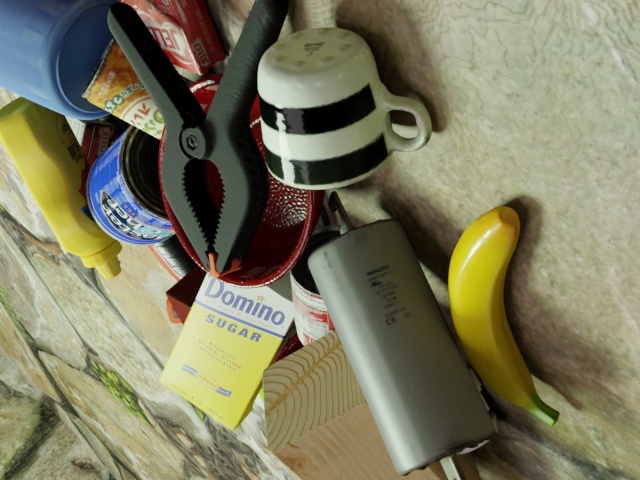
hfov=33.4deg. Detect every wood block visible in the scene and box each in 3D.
[{"bbox_3d":[0.049,0.174,0.871,0.206,0.091,0.090,49,-161,-34],"label":"wood block"}]

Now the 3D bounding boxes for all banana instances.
[{"bbox_3d":[0.119,0.047,0.725,0.070,0.037,0.197,7,137,32],"label":"banana"}]

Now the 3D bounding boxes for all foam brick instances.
[{"bbox_3d":[-0.107,0.055,1.081,0.051,0.078,0.053,19,142,48],"label":"foam brick"}]

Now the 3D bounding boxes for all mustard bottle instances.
[{"bbox_3d":[-0.242,-0.048,1.024,0.096,0.058,0.191,-93,-20,-70],"label":"mustard bottle"}]

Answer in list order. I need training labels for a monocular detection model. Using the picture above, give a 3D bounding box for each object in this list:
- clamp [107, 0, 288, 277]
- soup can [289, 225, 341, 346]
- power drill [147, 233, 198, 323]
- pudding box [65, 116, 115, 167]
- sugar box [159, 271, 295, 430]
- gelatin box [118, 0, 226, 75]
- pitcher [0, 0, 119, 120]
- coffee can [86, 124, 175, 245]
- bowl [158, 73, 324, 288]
[{"bbox_3d":[-0.073,-0.079,0.756,0.165,0.036,0.210,-4,101,41],"label":"clamp"},{"bbox_3d":[0.011,0.045,0.867,0.069,0.068,0.102,38,154,26],"label":"soup can"},{"bbox_3d":[-0.185,0.002,1.163,0.187,0.057,0.185,55,154,-11],"label":"power drill"},{"bbox_3d":[-0.262,-0.093,1.118,0.114,0.039,0.090,30,109,46],"label":"pudding box"},{"bbox_3d":[-0.081,0.089,1.004,0.093,0.048,0.176,31,127,7],"label":"sugar box"},{"bbox_3d":[-0.119,-0.173,0.824,0.089,0.030,0.073,28,148,42],"label":"gelatin box"},{"bbox_3d":[-0.264,-0.203,0.936,0.243,0.145,0.149,28,160,35],"label":"pitcher"},{"bbox_3d":[-0.145,-0.055,0.952,0.103,0.102,0.140,53,156,-8],"label":"coffee can"},{"bbox_3d":[-0.050,-0.048,0.808,0.162,0.055,0.162,12,109,39],"label":"bowl"}]
